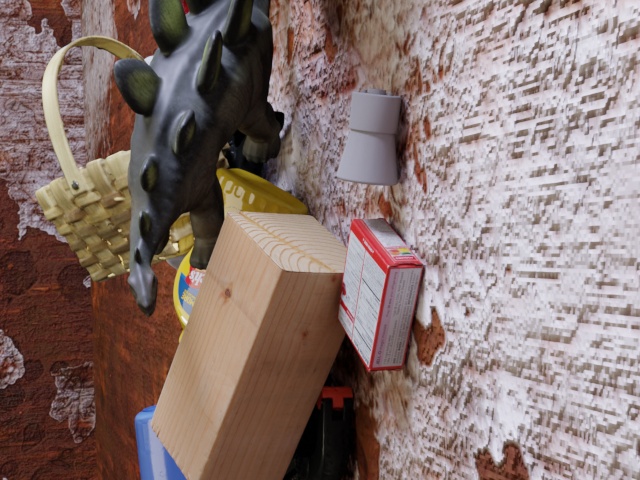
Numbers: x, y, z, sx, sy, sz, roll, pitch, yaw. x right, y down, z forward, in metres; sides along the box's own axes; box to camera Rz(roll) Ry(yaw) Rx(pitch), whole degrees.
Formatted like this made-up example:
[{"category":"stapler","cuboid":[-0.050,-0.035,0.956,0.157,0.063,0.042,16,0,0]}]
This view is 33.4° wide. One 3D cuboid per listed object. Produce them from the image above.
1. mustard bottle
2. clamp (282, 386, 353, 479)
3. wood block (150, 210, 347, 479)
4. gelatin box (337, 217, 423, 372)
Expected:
[{"category":"mustard bottle","cuboid":[-0.087,0.035,0.997,0.096,0.058,0.192,29,106,23]},{"category":"clamp","cuboid":[-0.002,0.199,0.906,0.120,0.039,0.172,-115,29,-41]},{"category":"wood block","cuboid":[-0.052,0.089,0.856,0.091,0.090,0.206,44,121,42]},{"category":"gelatin box","cuboid":[0.042,0.039,0.767,0.073,0.030,0.089,-124,37,-57]}]
